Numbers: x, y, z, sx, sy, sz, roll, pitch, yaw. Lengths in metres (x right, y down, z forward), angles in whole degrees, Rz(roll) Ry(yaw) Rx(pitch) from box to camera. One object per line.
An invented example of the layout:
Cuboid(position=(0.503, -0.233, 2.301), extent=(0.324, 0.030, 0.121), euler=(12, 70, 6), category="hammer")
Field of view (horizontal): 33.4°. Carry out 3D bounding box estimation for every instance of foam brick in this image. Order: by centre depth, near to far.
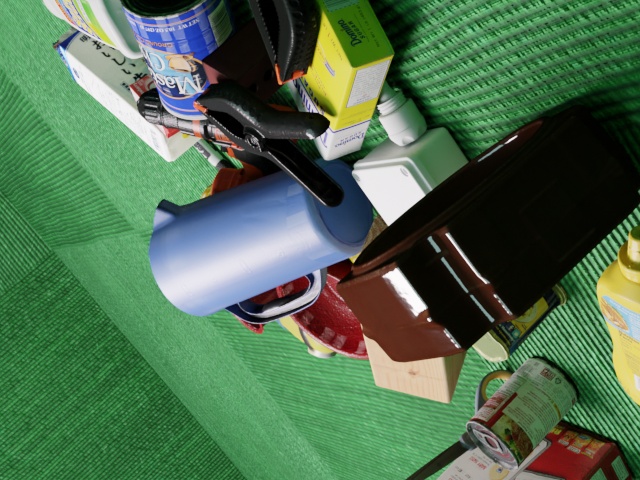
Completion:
Cuboid(position=(-0.068, -0.171, 1.051), extent=(0.051, 0.078, 0.053), euler=(33, 157, 31), category="foam brick")

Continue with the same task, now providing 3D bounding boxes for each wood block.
Cuboid(position=(0.099, 0.075, 1.116), extent=(0.091, 0.090, 0.206), euler=(12, 147, 19), category="wood block")

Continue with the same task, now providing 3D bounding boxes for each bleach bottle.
Cuboid(position=(-0.280, -0.288, 1.302), extent=(0.251, 0.068, 0.102), euler=(24, 150, 53), category="bleach bottle")

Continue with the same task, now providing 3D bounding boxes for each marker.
Cuboid(position=(-0.155, -0.125, 1.412), extent=(0.121, 0.020, 0.020), euler=(45, 161, 7), category="marker")

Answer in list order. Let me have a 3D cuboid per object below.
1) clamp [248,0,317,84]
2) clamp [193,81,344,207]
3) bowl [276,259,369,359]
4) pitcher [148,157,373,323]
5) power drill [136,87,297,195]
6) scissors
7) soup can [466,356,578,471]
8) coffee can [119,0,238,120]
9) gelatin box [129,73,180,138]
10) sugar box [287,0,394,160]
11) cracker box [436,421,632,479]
Cuboid(position=(-0.034, -0.220, 0.854), extent=(0.165, 0.036, 0.210), euler=(41, 149, 54), category="clamp")
Cuboid(position=(-0.048, -0.105, 0.985), extent=(0.171, 0.039, 0.120), euler=(32, 151, 17), category="clamp")
Cuboid(position=(0.026, 0.073, 1.324), extent=(0.162, 0.055, 0.162), euler=(27, 147, 19), category="bowl")
Cuboid(position=(-0.058, 0.001, 1.175), extent=(0.243, 0.149, 0.145), euler=(-19, 71, 39), category="pitcher")
Cuboid(position=(-0.105, -0.100, 1.211), extent=(0.184, 0.057, 0.187), euler=(12, 154, 14), category="power drill")
Cuboid(position=(0.156, 0.196, 1.139), extent=(0.016, 0.201, 0.096), euler=(101, 149, -50), category="scissors")
Cuboid(position=(0.208, 0.177, 1.097), extent=(0.068, 0.102, 0.068), euler=(41, 160, 18), category="soup can")
Cuboid(position=(-0.133, -0.207, 1.082), extent=(0.103, 0.102, 0.140), euler=(35, 157, 33), category="coffee can")
Cuboid(position=(-0.173, -0.170, 1.258), extent=(0.089, 0.073, 0.030), euler=(47, 164, 38), category="gelatin box")
Cuboid(position=(0.013, -0.149, 0.936), extent=(0.176, 0.048, 0.093), euler=(111, 136, -66), category="sugar box")
Cuboid(position=(0.205, 0.288, 1.149), extent=(0.164, 0.213, 0.072), euler=(16, 143, 57), category="cracker box")
